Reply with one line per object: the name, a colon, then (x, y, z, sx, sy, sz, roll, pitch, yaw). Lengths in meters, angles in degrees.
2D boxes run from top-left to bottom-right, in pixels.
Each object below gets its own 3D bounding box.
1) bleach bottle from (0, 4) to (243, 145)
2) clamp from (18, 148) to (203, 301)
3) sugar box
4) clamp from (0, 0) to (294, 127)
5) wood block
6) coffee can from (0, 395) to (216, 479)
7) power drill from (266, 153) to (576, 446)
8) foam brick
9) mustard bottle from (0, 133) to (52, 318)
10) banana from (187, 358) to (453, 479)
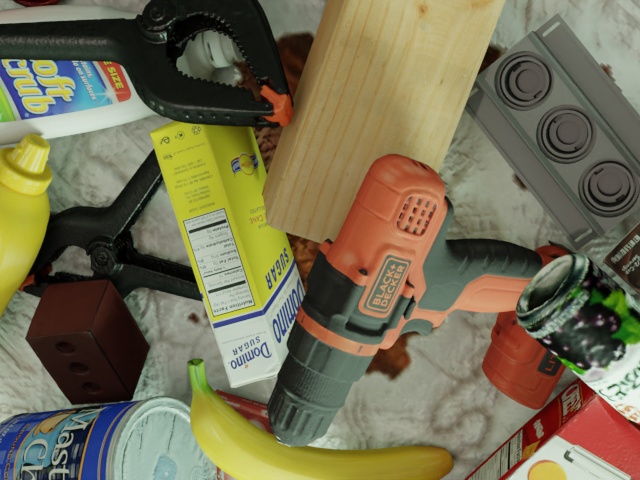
bleach bottle: (-0.177, -0.127, 0.753, 0.251, 0.068, 0.102, -8, 97, 15)
clamp: (-0.149, -0.003, 0.773, 0.172, 0.039, 0.120, -8, 97, 17)
sugar box: (-0.054, 0.001, 0.719, 0.048, 0.093, 0.176, -19, 93, 18)
clamp: (-0.107, -0.130, 0.669, 0.164, 0.036, 0.210, -45, 73, -3)
wood block: (0.039, -0.102, 0.661, 0.090, 0.091, 0.206, 17, 106, -10)
coffee can: (-0.159, 0.167, 0.751, 0.141, 0.102, 0.103, -12, 95, 33)
power drill: (0.071, 0.053, 0.649, 0.057, 0.187, 0.184, 45, 115, 51)
foam brick: (-0.165, 0.073, 0.765, 0.053, 0.051, 0.078, -6, 132, 19)
mustard bottle: (-0.246, 0.003, 0.776, 0.192, 0.058, 0.096, -55, 48, 22)
banana: (-0.009, 0.146, 0.728, 0.197, 0.037, 0.070, 21, 108, -9)
